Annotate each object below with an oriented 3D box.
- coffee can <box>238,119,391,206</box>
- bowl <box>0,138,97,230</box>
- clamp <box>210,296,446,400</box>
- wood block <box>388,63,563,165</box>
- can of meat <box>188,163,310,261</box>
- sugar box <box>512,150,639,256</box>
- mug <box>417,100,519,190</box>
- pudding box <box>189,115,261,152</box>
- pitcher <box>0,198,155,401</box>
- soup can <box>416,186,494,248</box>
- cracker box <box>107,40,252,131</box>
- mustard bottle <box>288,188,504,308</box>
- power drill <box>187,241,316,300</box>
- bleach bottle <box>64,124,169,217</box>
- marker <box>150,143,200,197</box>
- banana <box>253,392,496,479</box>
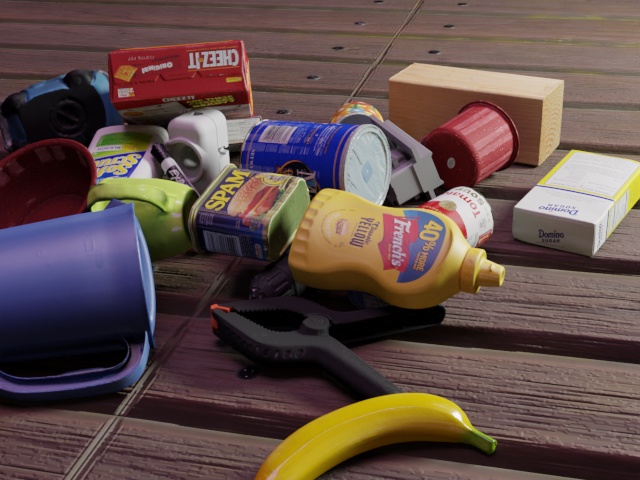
[{"bbox_3d":[-0.006,-0.082,1.198,0.141,0.103,0.102,7,27,32],"label":"coffee can"},{"bbox_3d":[-0.292,-0.028,1.111,0.162,0.055,0.162,-13,50,16],"label":"bowl"},{"bbox_3d":[0.005,0.083,0.953,0.210,0.036,0.164,12,29,21],"label":"clamp"},{"bbox_3d":[0.200,-0.166,1.384,0.206,0.091,0.090,11,28,26],"label":"wood block"},{"bbox_3d":[-0.067,-0.026,1.045,0.084,0.057,0.102,10,40,22],"label":"can of meat"},{"bbox_3d":[0.288,-0.044,1.181,0.093,0.048,0.175,14,34,30],"label":"sugar box"},{"bbox_3d":[0.167,-0.112,1.282,0.117,0.093,0.081,16,36,40],"label":"mug"},{"bbox_3d":[-0.132,-0.134,1.367,0.113,0.039,0.090,-7,-1,-8],"label":"pudding box"},{"bbox_3d":[-0.267,0.057,0.940,0.242,0.145,0.149,-9,16,-8],"label":"pitcher"},{"bbox_3d":[0.123,-0.009,1.097,0.069,0.068,0.102,20,33,38],"label":"soup can"},{"bbox_3d":[-0.170,-0.190,1.352,0.164,0.072,0.214,-6,-5,-2],"label":"cracker box"},{"bbox_3d":[0.073,0.013,0.976,0.192,0.058,0.096,13,58,21],"label":"mustard bottle"},{"bbox_3d":[-0.057,0.001,1.105,0.188,0.057,0.184,20,36,34],"label":"power drill"},{"bbox_3d":[-0.235,-0.056,1.230,0.102,0.068,0.251,0,29,0],"label":"bleach bottle"},{"bbox_3d":[-0.162,-0.068,1.232,0.020,0.020,0.121,-20,60,-32],"label":"marker"},{"bbox_3d":[0.032,0.152,0.809,0.197,0.037,0.070,-11,28,-17],"label":"banana"}]
